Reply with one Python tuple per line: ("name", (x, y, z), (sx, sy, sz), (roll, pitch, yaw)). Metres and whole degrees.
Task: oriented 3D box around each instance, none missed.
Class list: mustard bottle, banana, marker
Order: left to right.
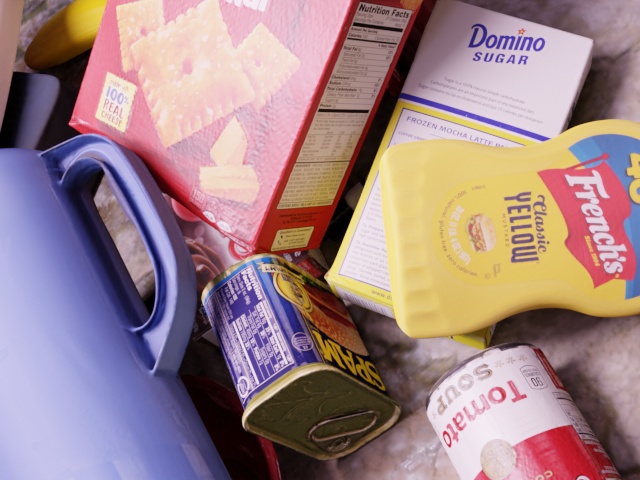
("banana", (-0.147, -0.161, 0.800), (0.198, 0.037, 0.069), (7, 73, 34))
("marker", (0.043, -0.041, 0.641), (0.121, 0.020, 0.020), (-41, 54, 11))
("mustard bottle", (0.128, -0.009, 0.522), (0.191, 0.058, 0.096), (-6, 88, 0))

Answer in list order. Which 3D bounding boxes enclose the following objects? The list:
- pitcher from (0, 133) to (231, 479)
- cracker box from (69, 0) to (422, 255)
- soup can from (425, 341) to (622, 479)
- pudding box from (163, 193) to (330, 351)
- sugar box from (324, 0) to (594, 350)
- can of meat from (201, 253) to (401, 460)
("pitcher", (-0.134, 0.067, 0.568), (0.144, 0.149, 0.243), (-18, 54, -27))
("cracker box", (-0.040, -0.122, 0.592), (0.164, 0.071, 0.214), (35, 115, 28))
("soup can", (0.101, 0.108, 0.511), (0.068, 0.068, 0.102), (-36, 54, 13))
("pudding box", (-0.054, 0.001, 0.671), (0.090, 0.039, 0.113), (-37, 56, 12))
("sugar box", (0.078, -0.038, 0.588), (0.093, 0.048, 0.176), (20, 78, 14))
("can of meat", (-0.012, 0.063, 0.580), (0.057, 0.102, 0.084), (-37, 53, 14))
